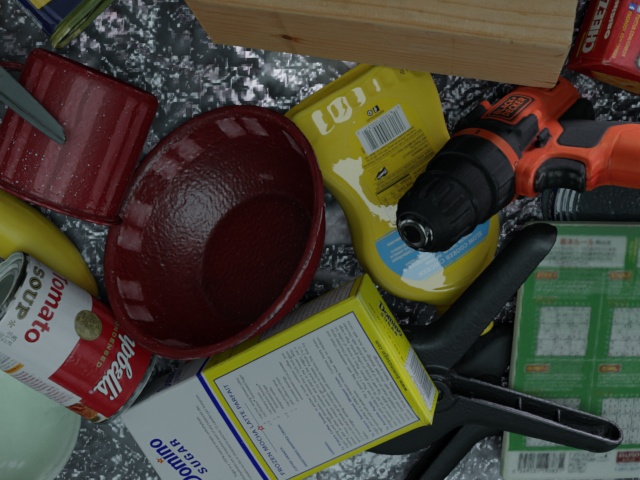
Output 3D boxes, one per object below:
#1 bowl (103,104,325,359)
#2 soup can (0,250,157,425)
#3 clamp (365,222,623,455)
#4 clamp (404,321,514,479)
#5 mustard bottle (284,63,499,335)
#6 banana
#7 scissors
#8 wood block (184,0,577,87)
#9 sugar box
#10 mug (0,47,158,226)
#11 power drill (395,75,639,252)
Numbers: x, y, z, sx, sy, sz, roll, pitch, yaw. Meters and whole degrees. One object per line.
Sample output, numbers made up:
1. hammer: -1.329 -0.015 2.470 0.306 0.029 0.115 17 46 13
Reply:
1. bowl: -0.054 0.001 0.652 0.162 0.162 0.055 -49 141 6
2. soup can: -0.160 0.060 0.655 0.102 0.068 0.068 38 97 -27
3. clamp: 0.081 0.094 0.681 0.210 0.036 0.164 -24 110 17
4. clamp: 0.108 0.114 0.732 0.171 0.039 0.120 -12 107 1
5. mustard bottle: 0.061 -0.020 0.684 0.096 0.058 0.191 -34 105 -11
6. banana: -0.231 -0.013 0.670 0.197 0.037 0.070 16 123 -8
7. scissors: -0.208 -0.136 0.612 0.202 0.016 0.096 25 87 14
8. wood block: 0.038 -0.151 0.599 0.206 0.091 0.090 9 85 7
9. sugar box: -0.026 0.101 0.658 0.176 0.048 0.093 -26 101 21
10. mug: -0.158 -0.068 0.640 0.117 0.093 0.081 24 95 9
11. power drill: 0.156 -0.034 0.600 0.188 0.184 0.057 16 131 32
